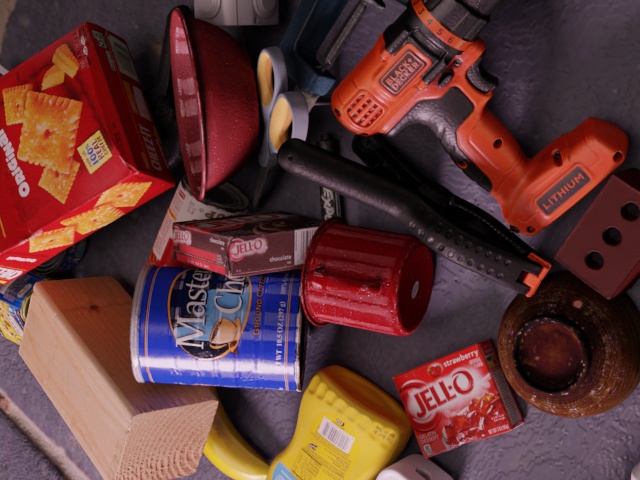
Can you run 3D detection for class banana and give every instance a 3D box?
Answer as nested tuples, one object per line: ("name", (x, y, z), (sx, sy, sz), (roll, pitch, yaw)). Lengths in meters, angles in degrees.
("banana", (-0.099, 0.155, 1.012), (0.069, 0.037, 0.198), (-33, 79, 2))

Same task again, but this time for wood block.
("wood block", (-0.194, 0.127, 1.002), (0.206, 0.090, 0.090), (42, 124, 40))

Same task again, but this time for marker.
("marker", (0.009, -0.032, 0.925), (0.020, 0.020, 0.121), (-2, 95, 34))

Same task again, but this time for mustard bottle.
("mustard bottle", (0.002, 0.211, 0.932), (0.096, 0.058, 0.192), (33, 111, 22))

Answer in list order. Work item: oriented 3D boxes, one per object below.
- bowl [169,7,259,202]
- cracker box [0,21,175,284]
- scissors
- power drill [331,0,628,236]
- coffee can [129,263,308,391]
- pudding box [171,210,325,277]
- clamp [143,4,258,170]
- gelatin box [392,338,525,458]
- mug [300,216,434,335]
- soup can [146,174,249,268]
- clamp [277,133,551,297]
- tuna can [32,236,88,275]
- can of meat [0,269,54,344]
("bowl", (-0.087, -0.115, 0.896), (0.162, 0.055, 0.162), (172, 90, -77))
("cracker box", (-0.258, -0.079, 0.995), (0.214, 0.072, 0.164), (-27, 71, 18))
("scissors", (-0.046, -0.092, 0.896), (0.202, 0.016, 0.096), (141, 117, -69))
("power drill", (0.128, -0.105, 0.761), (0.187, 0.057, 0.185), (39, 122, -12))
("coffee can", (-0.083, 0.075, 0.915), (0.140, 0.103, 0.103), (3, 98, 3))
("pudding box", (-0.056, 0.001, 0.903), (0.090, 0.113, 0.039), (14, 105, 50))
("clamp", (-0.141, -0.132, 1.003), (0.172, 0.039, 0.120), (-41, 69, 24))
("gelatin box", (0.111, 0.129, 0.869), (0.089, 0.030, 0.073), (-26, 81, 33))
("mug", (0.036, 0.031, 0.859), (0.082, 0.117, 0.093), (10, 93, 28))
("soup can", (-0.113, -0.003, 0.981), (0.069, 0.068, 0.102), (36, 113, 25))
("clamp", (0.081, -0.029, 0.820), (0.210, 0.164, 0.036), (31, 111, 9))
("tuna can", (-0.283, -0.008, 1.113), (0.086, 0.033, 0.086), (4, 98, 33))
("can of meat", (-0.308, 0.068, 1.106), (0.084, 0.057, 0.102), (21, 145, 27))
